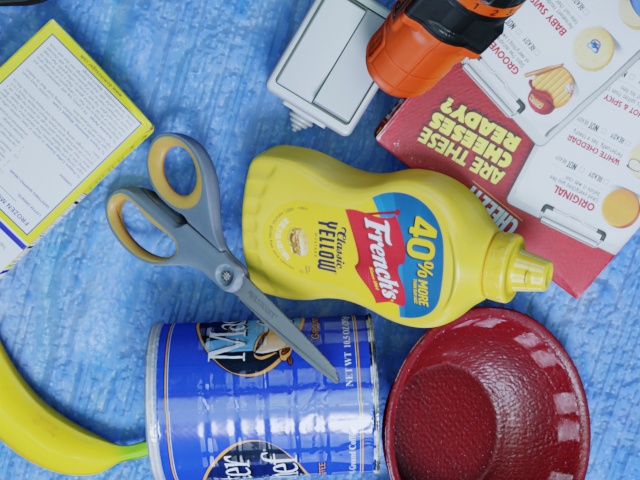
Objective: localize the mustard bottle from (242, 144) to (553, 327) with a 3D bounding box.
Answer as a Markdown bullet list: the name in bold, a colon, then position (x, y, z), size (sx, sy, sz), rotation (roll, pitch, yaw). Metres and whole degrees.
- **mustard bottle**: position (0.046, 0.003, 0.649), size (0.192, 0.058, 0.096), rotation (12, 113, 26)

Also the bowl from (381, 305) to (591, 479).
- **bowl**: position (0.097, 0.124, 0.691), size (0.161, 0.055, 0.162), rotation (4, 82, -29)

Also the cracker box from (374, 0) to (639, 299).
- **cracker box**: position (0.161, -0.099, 0.669), size (0.164, 0.072, 0.214), rotation (38, 98, -4)

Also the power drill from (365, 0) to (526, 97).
- **power drill**: position (0.095, -0.188, 0.583), size (0.057, 0.185, 0.187), rotation (27, 59, -14)

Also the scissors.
- **scissors**: position (-0.054, 0.001, 0.657), size (0.202, 0.016, 0.096), rotation (26, 105, 28)

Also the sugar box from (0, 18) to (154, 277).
- **sugar box**: position (-0.198, -0.044, 0.674), size (0.176, 0.048, 0.093), rotation (-44, 96, -3)

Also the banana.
- **banana**: position (-0.204, 0.093, 0.716), size (0.069, 0.037, 0.198), rotation (-44, 99, -13)

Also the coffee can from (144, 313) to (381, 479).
- **coffee can**: position (-0.035, 0.101, 0.682), size (0.140, 0.103, 0.103), rotation (-3, 99, 0)
